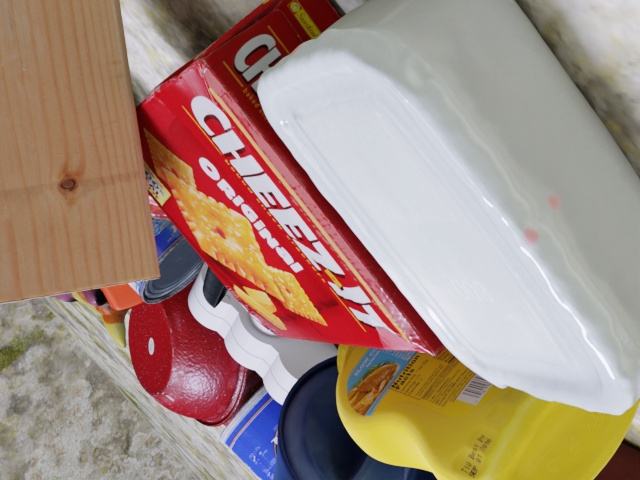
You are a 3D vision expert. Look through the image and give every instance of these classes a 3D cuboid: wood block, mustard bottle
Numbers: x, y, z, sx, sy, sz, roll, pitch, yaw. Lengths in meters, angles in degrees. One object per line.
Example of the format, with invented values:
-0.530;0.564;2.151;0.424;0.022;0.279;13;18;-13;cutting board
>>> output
-0.148;-0.077;0.541;0.090;0.090;0.206;-179;81;-68;wood block
0.061;0.073;0.532;0.058;0.096;0.192;53;162;-22;mustard bottle

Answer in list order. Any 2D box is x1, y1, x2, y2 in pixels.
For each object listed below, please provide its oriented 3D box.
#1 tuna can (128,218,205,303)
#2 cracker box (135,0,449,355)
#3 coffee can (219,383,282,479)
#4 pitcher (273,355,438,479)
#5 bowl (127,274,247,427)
-0.117;0.007;0.832;0.034;0.086;0.086;44;163;15;tuna can
-0.017;-0.024;0.542;0.164;0.072;0.214;51;162;-12;cracker box
-0.005;0.188;0.947;0.140;0.102;0.103;43;163;10;coffee can
0.018;0.197;0.657;0.145;0.149;0.243;-91;9;-49;pitcher
-0.127;0.089;0.946;0.162;0.055;0.162;10;102;55;bowl
